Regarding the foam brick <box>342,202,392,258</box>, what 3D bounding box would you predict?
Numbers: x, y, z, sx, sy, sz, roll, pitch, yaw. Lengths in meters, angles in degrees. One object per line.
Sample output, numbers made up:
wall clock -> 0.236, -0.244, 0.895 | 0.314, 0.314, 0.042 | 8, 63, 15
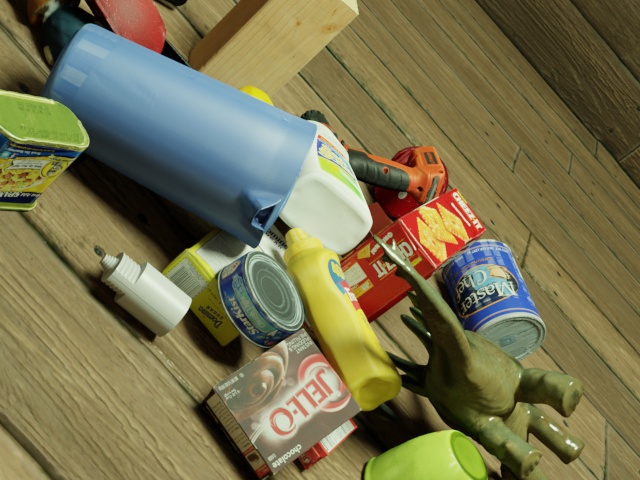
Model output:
foam brick -> 0.053, -0.009, 1.325 | 0.053, 0.051, 0.078 | 55, 25, 9

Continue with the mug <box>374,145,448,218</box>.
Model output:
mug -> 0.115, -0.083, 1.509 | 0.117, 0.093, 0.081 | 22, 26, 14

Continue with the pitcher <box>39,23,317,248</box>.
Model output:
pitcher -> -0.134, -0.106, 1.009 | 0.242, 0.145, 0.149 | 27, -16, -9

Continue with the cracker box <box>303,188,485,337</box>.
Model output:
cracker box -> 0.081, 0.029, 1.182 | 0.072, 0.164, 0.213 | 54, 25, 5

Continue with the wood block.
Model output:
wood block -> -0.061, -0.251, 1.291 | 0.090, 0.206, 0.091 | 36, 28, -27

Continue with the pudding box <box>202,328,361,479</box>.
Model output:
pudding box -> -0.033, 0.142, 0.926 | 0.113, 0.039, 0.090 | -31, 79, -35

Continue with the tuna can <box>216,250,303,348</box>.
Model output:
tuna can -> -0.053, 0.052, 0.969 | 0.086, 0.034, 0.086 | 44, 27, -30

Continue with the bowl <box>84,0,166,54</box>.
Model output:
bowl -> -0.210, -0.247, 1.128 | 0.162, 0.055, 0.162 | 56, -7, 10

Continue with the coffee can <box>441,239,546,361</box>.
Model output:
coffee can -> 0.230, 0.083, 1.432 | 0.102, 0.103, 0.140 | 30, 31, -37

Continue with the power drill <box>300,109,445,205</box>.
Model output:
power drill -> 0.060, -0.108, 1.396 | 0.187, 0.057, 0.184 | 11, 30, -11

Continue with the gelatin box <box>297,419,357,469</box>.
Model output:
gelatin box -> -0.011, 0.165, 0.994 | 0.073, 0.030, 0.089 | 53, 22, 6

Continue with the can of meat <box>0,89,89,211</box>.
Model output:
can of meat -> -0.251, -0.072, 0.862 | 0.101, 0.084, 0.057 | 2, 53, -58

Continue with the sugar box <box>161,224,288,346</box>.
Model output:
sugar box -> -0.081, 0.028, 1.054 | 0.093, 0.048, 0.176 | 51, 22, -3

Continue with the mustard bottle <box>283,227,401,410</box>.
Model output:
mustard bottle -> 0.012, 0.068, 1.035 | 0.192, 0.058, 0.096 | 62, 6, 27

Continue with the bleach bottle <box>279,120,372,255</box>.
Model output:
bleach bottle -> -0.005, -0.080, 1.191 | 0.102, 0.068, 0.251 | 38, 17, -22
